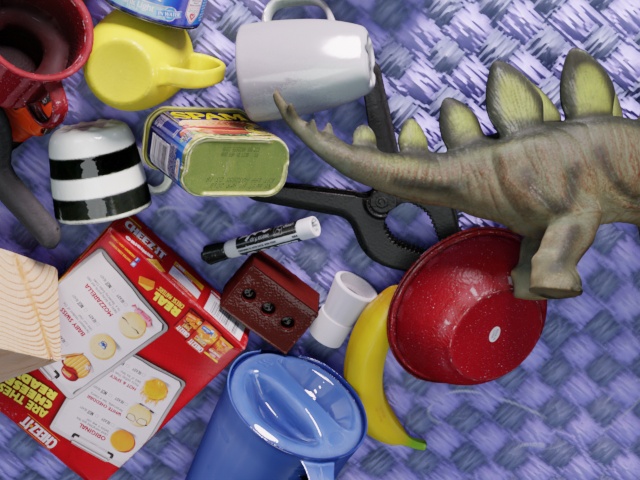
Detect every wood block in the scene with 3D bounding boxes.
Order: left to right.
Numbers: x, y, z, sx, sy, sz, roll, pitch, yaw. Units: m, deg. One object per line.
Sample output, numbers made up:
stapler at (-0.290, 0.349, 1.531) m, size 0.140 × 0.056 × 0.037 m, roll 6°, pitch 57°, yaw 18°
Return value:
wood block at (-0.335, 0.085, 0.941) m, size 0.206 × 0.090 × 0.091 m, roll -21°, pitch 64°, yaw 28°

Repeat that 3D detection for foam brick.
foam brick at (-0.046, 0.055, 0.980) m, size 0.078 × 0.051 × 0.053 m, roll 36°, pitch 107°, yaw -9°

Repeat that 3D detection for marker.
marker at (-0.056, 0.001, 0.962) m, size 0.121 × 0.020 × 0.020 m, roll -15°, pitch 109°, yaw 27°

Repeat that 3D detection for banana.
banana at (0.054, 0.125, 0.994) m, size 0.069 × 0.037 × 0.198 m, roll -14°, pitch 125°, yaw -5°

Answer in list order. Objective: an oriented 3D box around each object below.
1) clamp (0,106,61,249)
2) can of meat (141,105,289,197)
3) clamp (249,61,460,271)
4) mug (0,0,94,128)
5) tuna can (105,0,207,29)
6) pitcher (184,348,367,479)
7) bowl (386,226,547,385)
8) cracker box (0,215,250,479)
clamp at (-0.281, -0.062, 0.899) m, size 0.120 × 0.039 × 0.171 m, roll 3°, pitch 117°, yaw 6°
can of meat at (-0.088, -0.074, 0.898) m, size 0.101 × 0.084 × 0.057 m, roll -2°, pitch 113°, yaw -31°
clamp at (0.044, -0.035, 0.951) m, size 0.165 × 0.036 × 0.210 m, roll -38°, pitch 100°, yaw 15°
mug at (-0.234, -0.145, 0.852) m, size 0.082 × 0.093 × 0.117 m, roll -26°, pitch 90°, yaw 54°
tuna can at (-0.135, -0.204, 0.876) m, size 0.086 × 0.086 × 0.034 m, roll 19°, pitch 111°, yaw -4°
pitcher at (-0.061, 0.234, 0.981) m, size 0.145 × 0.149 × 0.243 m, roll 32°, pitch 121°, yaw 9°
bowl at (0.142, 0.071, 0.941) m, size 0.162 × 0.055 × 0.162 m, roll -10°, pitch 119°, yaw -19°
cracker box at (-0.195, 0.102, 0.995) m, size 0.164 × 0.072 × 0.214 m, roll 43°, pitch 107°, yaw -10°
